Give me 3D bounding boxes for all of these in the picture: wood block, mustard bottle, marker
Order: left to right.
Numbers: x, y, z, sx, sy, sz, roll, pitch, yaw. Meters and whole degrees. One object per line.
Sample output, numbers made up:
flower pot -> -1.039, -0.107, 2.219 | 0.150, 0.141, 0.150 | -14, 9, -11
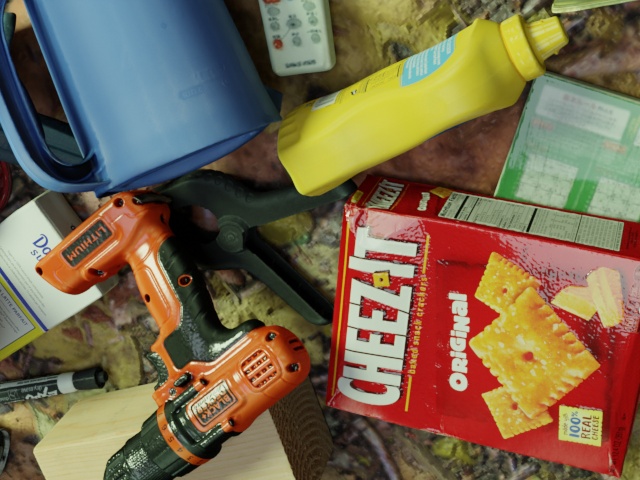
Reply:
marker -> -0.234, 0.124, 0.906 | 0.121, 0.020, 0.020 | -11, 108, 19
wood block -> -0.106, 0.165, 0.850 | 0.206, 0.090, 0.091 | -14, 107, 20
mustard bottle -> 0.068, -0.095, 0.692 | 0.192, 0.096, 0.058 | -24, 105, 22

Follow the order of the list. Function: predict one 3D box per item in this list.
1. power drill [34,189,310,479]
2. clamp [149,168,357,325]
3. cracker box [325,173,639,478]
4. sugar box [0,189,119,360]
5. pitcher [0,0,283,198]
power drill -> -0.122, 0.073, 0.764 | 0.184, 0.057, 0.188 | -39, 81, 15
clamp -> -0.055, 0.001, 0.797 | 0.172, 0.039, 0.120 | 8, 109, 19
cracker box -> 0.117, 0.057, 0.739 | 0.214, 0.072, 0.164 | 11, 114, 15
sugar box -> -0.255, 0.040, 0.864 | 0.176, 0.048, 0.093 | -30, 99, 21
pitcher -> -0.138, -0.153, 0.687 | 0.145, 0.149, 0.243 | -23, 94, 14
